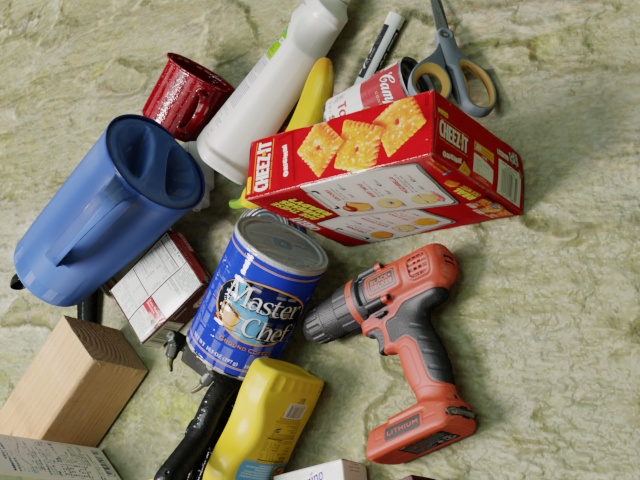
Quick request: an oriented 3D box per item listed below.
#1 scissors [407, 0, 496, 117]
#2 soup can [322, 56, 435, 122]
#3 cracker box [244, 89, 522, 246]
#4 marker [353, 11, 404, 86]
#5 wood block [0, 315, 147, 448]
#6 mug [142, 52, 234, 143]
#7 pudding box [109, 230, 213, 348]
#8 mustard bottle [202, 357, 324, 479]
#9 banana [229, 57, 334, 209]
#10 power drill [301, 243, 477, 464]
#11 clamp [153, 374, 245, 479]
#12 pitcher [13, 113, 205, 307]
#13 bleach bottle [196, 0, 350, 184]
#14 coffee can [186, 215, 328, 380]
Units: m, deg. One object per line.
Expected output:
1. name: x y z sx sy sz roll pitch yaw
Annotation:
1. scissors: 0.112 -0.199 1.088 0.016 0.096 0.202 105 147 -51
2. soup can: 0.062 -0.139 1.110 0.102 0.068 0.068 -25 60 32
3. cracker box: 0.061 -0.062 1.019 0.214 0.164 0.072 -10 67 37
4. marker: 0.057 -0.192 1.166 0.020 0.020 0.121 31 95 42
5. wood block: -0.313 0.205 1.292 0.206 0.090 0.090 -55 49 11
6. mug: -0.161 -0.165 1.292 0.081 0.093 0.117 -59 32 14
7. pudding box: -0.186 0.058 1.260 0.114 0.039 0.090 -44 61 15
8. mustard bottle: -0.068 0.215 1.075 0.058 0.096 0.191 26 92 33
9. banana: -0.034 -0.107 1.159 0.070 0.037 0.198 40 99 41
10. power drill: 0.065 0.114 1.025 0.185 0.057 0.187 -31 58 33
11. clamp: -0.120 0.198 1.070 0.039 0.120 0.171 21 68 5
12. pitcher: -0.260 -0.022 1.243 0.243 0.149 0.145 -41 51 32
13. bleach bottle: -0.043 -0.188 1.209 0.251 0.068 0.102 -53 21 11
14. coffee can: -0.066 0.060 1.106 0.103 0.102 0.140 46 119 40
